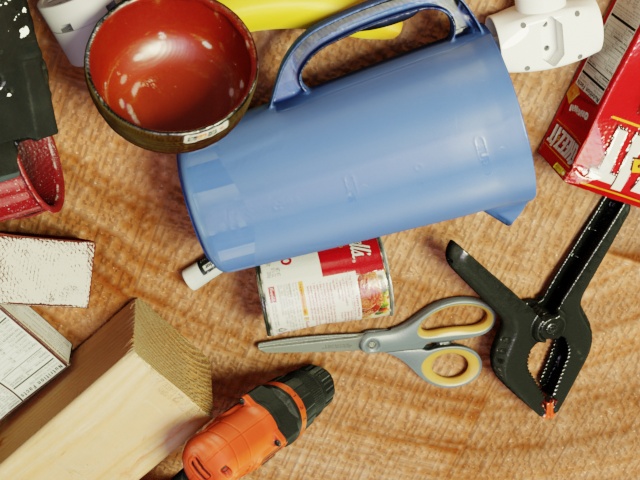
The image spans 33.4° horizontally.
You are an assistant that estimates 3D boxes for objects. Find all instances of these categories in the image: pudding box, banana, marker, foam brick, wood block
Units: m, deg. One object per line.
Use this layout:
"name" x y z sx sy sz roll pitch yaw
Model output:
"pudding box" -0.268 0.083 0.847 0.090 0.039 0.113 -38 117 10
"banana" -0.041 -0.157 0.766 0.198 0.037 0.069 -13 135 0
"marker" -0.056 0.001 0.848 0.121 0.020 0.020 -32 116 8
"foam brick" -0.214 0.021 0.798 0.078 0.051 0.053 6 90 -27
"wood block" -0.192 0.156 0.865 0.206 0.091 0.090 -40 114 12

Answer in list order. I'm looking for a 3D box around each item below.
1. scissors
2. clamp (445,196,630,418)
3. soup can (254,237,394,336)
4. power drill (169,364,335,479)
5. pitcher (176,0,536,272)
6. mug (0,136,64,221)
"scissors" 0.055 0.101 0.916 0.201 0.016 0.096 -16 117 0
"clamp" 0.176 0.064 0.895 0.164 0.036 0.210 -10 120 -17
"soup can" 0.002 0.035 0.847 0.102 0.068 0.068 -10 117 -3
"power drill" -0.081 0.184 0.878 0.057 0.184 0.188 48 121 12
"pitcher" 0.022 -0.069 0.770 0.243 0.149 0.145 -16 158 3
"mug" -0.236 -0.048 0.768 0.081 0.093 0.117 -16 154 5
